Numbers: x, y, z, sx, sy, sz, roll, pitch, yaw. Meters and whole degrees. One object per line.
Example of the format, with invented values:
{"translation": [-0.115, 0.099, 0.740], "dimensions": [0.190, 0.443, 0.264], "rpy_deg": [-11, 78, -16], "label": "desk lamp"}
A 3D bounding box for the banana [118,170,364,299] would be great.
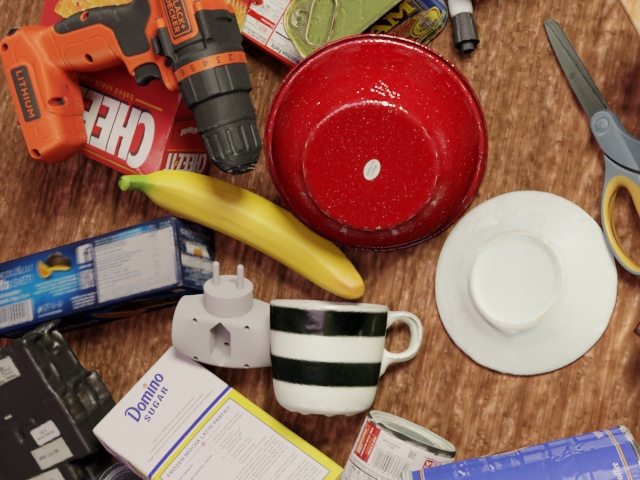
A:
{"translation": [-0.054, -0.009, 0.809], "dimensions": [0.198, 0.069, 0.037], "rpy_deg": [23, 121, 3], "label": "banana"}

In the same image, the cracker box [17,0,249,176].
{"translation": [-0.150, -0.169, 0.866], "dimensions": [0.164, 0.072, 0.214], "rpy_deg": [24, 105, 28], "label": "cracker box"}

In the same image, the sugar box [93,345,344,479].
{"translation": [-0.075, 0.163, 0.792], "dimensions": [0.176, 0.048, 0.093], "rpy_deg": [31, 67, 30], "label": "sugar box"}

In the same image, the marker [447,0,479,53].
{"translation": [0.101, -0.197, 0.796], "dimensions": [0.020, 0.020, 0.121], "rpy_deg": [-14, 75, 24], "label": "marker"}

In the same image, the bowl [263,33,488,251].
{"translation": [0.036, -0.059, 0.740], "dimensions": [0.162, 0.055, 0.162], "rpy_deg": [3, 111, 6], "label": "bowl"}

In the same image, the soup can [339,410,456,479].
{"translation": [0.044, 0.177, 0.733], "dimensions": [0.069, 0.068, 0.102], "rpy_deg": [24, 92, 28], "label": "soup can"}

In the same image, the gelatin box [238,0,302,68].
{"translation": [-0.015, -0.184, 0.847], "dimensions": [0.073, 0.030, 0.089], "rpy_deg": [36, 101, 27], "label": "gelatin box"}

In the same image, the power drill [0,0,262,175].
{"translation": [-0.139, -0.119, 0.792], "dimensions": [0.188, 0.057, 0.184], "rpy_deg": [-17, 88, 25], "label": "power drill"}

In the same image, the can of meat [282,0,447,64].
{"translation": [0.036, -0.164, 0.787], "dimensions": [0.102, 0.083, 0.057], "rpy_deg": [-37, 67, 16], "label": "can of meat"}
